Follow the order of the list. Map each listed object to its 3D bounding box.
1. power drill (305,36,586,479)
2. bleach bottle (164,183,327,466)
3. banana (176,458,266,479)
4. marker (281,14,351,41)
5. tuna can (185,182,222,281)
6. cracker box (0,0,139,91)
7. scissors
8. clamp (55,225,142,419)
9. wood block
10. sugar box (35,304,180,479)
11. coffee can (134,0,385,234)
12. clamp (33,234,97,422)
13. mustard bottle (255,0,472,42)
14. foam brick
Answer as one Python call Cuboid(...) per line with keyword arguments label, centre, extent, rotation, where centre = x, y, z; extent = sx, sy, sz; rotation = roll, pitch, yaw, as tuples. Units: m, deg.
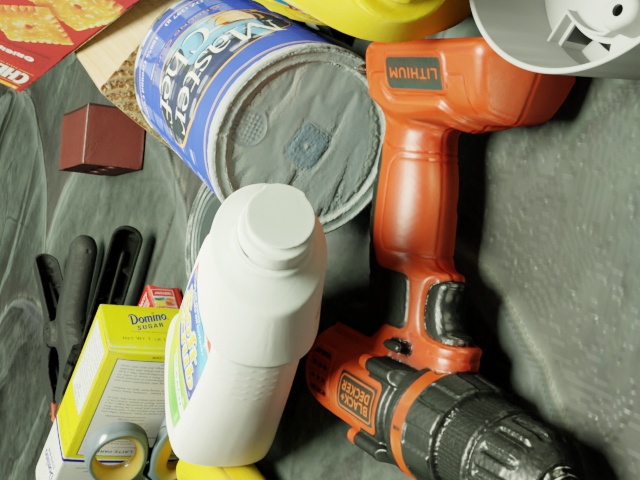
Cuboid(label="power drill", centre=(0.056, 0.010, 0.454), extent=(0.185, 0.057, 0.188), rotation=(20, 102, 60))
Cuboid(label="bleach bottle", centre=(-0.038, 0.037, 0.531), extent=(0.251, 0.068, 0.102), rotation=(112, 157, -62))
Cuboid(label="banana", centre=(-0.048, 0.161, 0.641), extent=(0.198, 0.037, 0.069), rotation=(20, 131, 63))
Cuboid(label="marker", centre=(-0.011, -0.140, 0.642), extent=(0.121, 0.020, 0.020), rotation=(39, 119, 56))
Cuboid(label="tuna can", centre=(-0.054, 0.001, 0.680), extent=(0.086, 0.033, 0.086), rotation=(-18, 69, 59))
Cuboid(label="cracker box", centre=(-0.153, -0.207, 0.661), extent=(0.214, 0.072, 0.164), rotation=(-17, 57, 48))
Cuboid(label="scissors", centre=(-0.135, 0.181, 0.738), extent=(0.202, 0.096, 0.016), rotation=(-60, 40, 31))
Cuboid(label="clamp", centre=(-0.187, 0.092, 0.875), extent=(0.210, 0.036, 0.164), rotation=(124, 161, -60))
Cuboid(label="wood block", centre=(-0.114, -0.145, 0.730), extent=(0.091, 0.090, 0.206), rotation=(-48, 37, 5))
Cuboid(label="sugar box", centre=(-0.129, 0.119, 0.731), extent=(0.176, 0.093, 0.048), rotation=(-59, 37, 37))
Cuboid(label="coffee can", centre=(-0.034, -0.073, 0.587), extent=(0.140, 0.102, 0.103), rotation=(44, 122, 55))
Cuboid(label="clamp", centre=(-0.242, 0.081, 0.998), extent=(0.120, 0.039, 0.171), rotation=(-3, 83, 62))
Cuboid(label="mustard bottle", centre=(0.017, -0.119, 0.463), extent=(0.192, 0.096, 0.058), rotation=(-127, 47, -73))
Cuboid(label="foam brick", centre=(-0.188, -0.085, 0.918), extent=(0.078, 0.052, 0.051), rotation=(-3, 82, 62))
